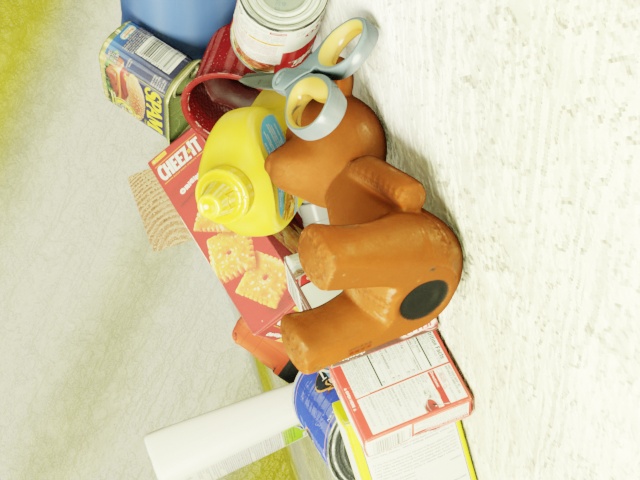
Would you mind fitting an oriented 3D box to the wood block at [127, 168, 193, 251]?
[{"bbox_3d":[-0.128,-0.056,1.253,0.091,0.090,0.205,70,-160,-1],"label":"wood block"}]

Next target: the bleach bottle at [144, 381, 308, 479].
[{"bbox_3d":[-0.054,0.191,1.120,0.102,0.250,0.068,90,158,-68],"label":"bleach bottle"}]

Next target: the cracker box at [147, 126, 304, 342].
[{"bbox_3d":[-0.057,0.001,1.051,0.214,0.072,0.164,57,-167,24],"label":"cracker box"}]

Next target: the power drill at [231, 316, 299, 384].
[{"bbox_3d":[-0.019,0.137,1.272,0.184,0.057,0.187,36,180,-4],"label":"power drill"}]

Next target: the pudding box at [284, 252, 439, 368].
[{"bbox_3d":[0.029,0.041,0.832,0.113,0.090,0.039,-121,16,-51],"label":"pudding box"}]

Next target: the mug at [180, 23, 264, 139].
[{"bbox_3d":[-0.075,-0.136,0.970,0.117,0.093,0.081,-51,20,49],"label":"mug"}]

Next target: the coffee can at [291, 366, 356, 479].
[{"bbox_3d":[0.038,0.167,1.006,0.140,0.102,0.103,-141,32,-72],"label":"coffee can"}]

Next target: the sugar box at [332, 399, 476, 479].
[{"bbox_3d":[0.078,0.197,0.869,0.048,0.093,0.176,-129,21,-65],"label":"sugar box"}]

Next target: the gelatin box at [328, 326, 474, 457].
[{"bbox_3d":[0.060,0.112,0.802,0.030,0.089,0.073,80,167,-53],"label":"gelatin box"}]

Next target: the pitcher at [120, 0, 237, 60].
[{"bbox_3d":[-0.131,-0.275,0.993,0.149,0.145,0.243,35,158,10],"label":"pitcher"}]

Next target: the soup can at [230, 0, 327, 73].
[{"bbox_3d":[-0.032,-0.172,0.803,0.102,0.068,0.068,128,121,-79],"label":"soup can"}]

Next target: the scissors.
[{"bbox_3d":[-0.011,-0.126,0.751,0.016,0.096,0.202,31,-168,-26],"label":"scissors"}]

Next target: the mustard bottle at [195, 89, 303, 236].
[{"bbox_3d":[-0.044,-0.056,0.808,0.191,0.058,0.096,-47,-50,-61],"label":"mustard bottle"}]

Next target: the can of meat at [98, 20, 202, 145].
[{"bbox_3d":[-0.160,-0.151,1.018,0.084,0.057,0.102,34,155,10],"label":"can of meat"}]
